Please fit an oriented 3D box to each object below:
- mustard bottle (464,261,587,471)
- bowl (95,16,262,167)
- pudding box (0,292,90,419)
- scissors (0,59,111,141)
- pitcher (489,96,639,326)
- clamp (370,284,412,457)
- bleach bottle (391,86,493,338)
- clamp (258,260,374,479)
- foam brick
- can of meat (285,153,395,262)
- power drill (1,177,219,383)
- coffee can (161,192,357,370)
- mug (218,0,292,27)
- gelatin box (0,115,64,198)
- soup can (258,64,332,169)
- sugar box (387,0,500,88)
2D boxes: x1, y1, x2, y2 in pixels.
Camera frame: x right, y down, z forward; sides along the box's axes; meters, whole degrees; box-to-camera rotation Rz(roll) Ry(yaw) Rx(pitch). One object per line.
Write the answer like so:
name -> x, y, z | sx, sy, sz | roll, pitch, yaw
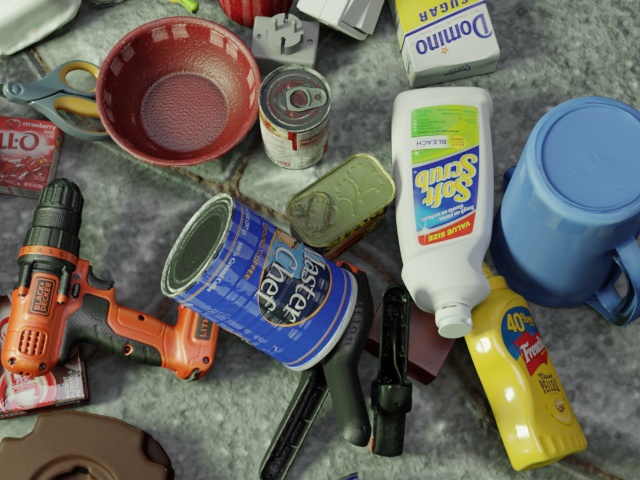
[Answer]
mustard bottle -> 0.174, 0.108, 0.967 | 0.058, 0.096, 0.192 | -31, 69, 33
bowl -> -0.137, -0.138, 1.055 | 0.162, 0.055, 0.162 | 0, 73, -1
pudding box -> -0.265, 0.102, 0.985 | 0.090, 0.039, 0.113 | -10, 73, -4
scissors -> -0.286, -0.156, 1.032 | 0.201, 0.016, 0.096 | 21, 54, -26
pitcher -> 0.228, -0.023, 0.927 | 0.149, 0.243, 0.145 | 12, 76, 9
clamp -> 0.061, 0.137, 0.914 | 0.039, 0.171, 0.120 | 4, 36, 7
bleach bottle -> 0.121, -0.027, 0.986 | 0.102, 0.068, 0.251 | -2, 57, 0
clamp -> 0.013, 0.109, 0.944 | 0.036, 0.165, 0.210 | 27, 62, -21
foam brick -> 0.082, 0.091, 0.990 | 0.078, 0.051, 0.053 | 30, 73, 8
can of meat -> 0.017, -0.025, 1.007 | 0.102, 0.084, 0.057 | -35, 77, -11
power drill -> -0.183, 0.045, 0.971 | 0.187, 0.057, 0.184 | 13, 71, -14
coffee can -> -0.053, 0.038, 0.935 | 0.140, 0.103, 0.102 | 33, 72, -24
mug -> -0.062, -0.280, 1.087 | 0.093, 0.081, 0.117 | 26, 74, 7
gelatin box -> -0.304, -0.084, 1.047 | 0.089, 0.030, 0.073 | 8, 72, 1
soup can -> -0.024, -0.116, 1.025 | 0.068, 0.102, 0.068 | 0, 73, -1
sugar box -> 0.118, -0.252, 1.101 | 0.093, 0.048, 0.176 | -13, 72, -5
